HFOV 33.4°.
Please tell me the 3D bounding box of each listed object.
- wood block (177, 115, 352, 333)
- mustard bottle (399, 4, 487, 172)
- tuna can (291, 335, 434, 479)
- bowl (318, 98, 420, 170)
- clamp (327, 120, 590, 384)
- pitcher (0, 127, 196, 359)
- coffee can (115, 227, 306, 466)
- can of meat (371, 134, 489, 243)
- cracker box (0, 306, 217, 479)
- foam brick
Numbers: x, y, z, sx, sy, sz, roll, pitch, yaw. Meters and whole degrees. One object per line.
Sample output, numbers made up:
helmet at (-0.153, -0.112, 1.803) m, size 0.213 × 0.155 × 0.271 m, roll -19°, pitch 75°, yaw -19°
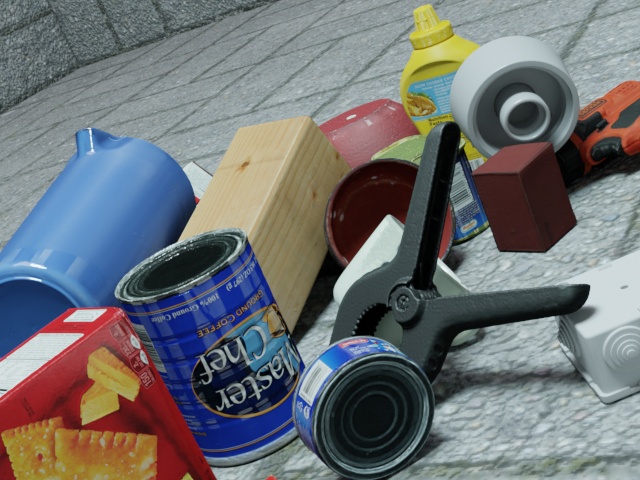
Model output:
wood block at (-0.056, 0.001, 0.925) m, size 0.091 × 0.090 × 0.206 m, roll -5°, pitch 48°, yaw 39°
mustard bottle at (0.129, -0.132, 1.019) m, size 0.096 × 0.191 × 0.058 m, roll -12°, pitch 22°, yaw 30°
tuna can at (0.028, 0.105, 0.668) m, size 0.086 × 0.086 × 0.034 m, roll -28°, pitch 22°, yaw -14°
bowl at (0.041, -0.105, 1.118) m, size 0.162 × 0.055 × 0.162 m, roll -23°, pitch 14°, yaw 6°
clamp at (0.074, 0.046, 0.721) m, size 0.210 × 0.036 × 0.165 m, roll -56°, pitch 51°, yaw 20°
pitcher at (-0.193, 0.023, 0.905) m, size 0.145 × 0.149 × 0.242 m, roll -61°, pitch 5°, yaw 27°
coffee can at (-0.073, 0.076, 0.774) m, size 0.103 × 0.140 × 0.103 m, roll -21°, pitch 19°, yaw 7°
can of meat at (0.103, -0.047, 0.987) m, size 0.057 × 0.084 × 0.102 m, roll -31°, pitch 20°, yaw -22°
cracker box at (-0.167, 0.162, 0.619) m, size 0.072 × 0.164 × 0.213 m, roll -7°, pitch 25°, yaw 44°
foam brick at (0.170, -0.036, 0.892) m, size 0.052 × 0.078 × 0.051 m, roll -36°, pitch 25°, yaw -34°
